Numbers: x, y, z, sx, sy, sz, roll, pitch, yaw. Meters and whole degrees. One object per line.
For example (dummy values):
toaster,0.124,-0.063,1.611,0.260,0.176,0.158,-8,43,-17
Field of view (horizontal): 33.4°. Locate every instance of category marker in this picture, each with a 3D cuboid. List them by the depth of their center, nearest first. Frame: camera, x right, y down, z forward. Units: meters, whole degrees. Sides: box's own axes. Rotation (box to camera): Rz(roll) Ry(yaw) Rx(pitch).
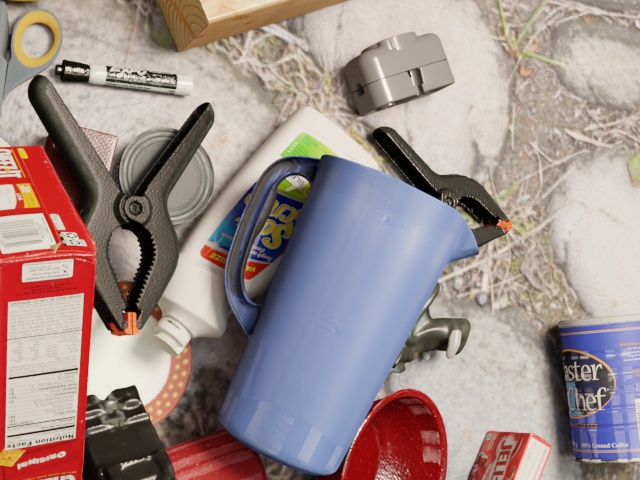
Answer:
marker,-0.172,-0.143,0.940,0.121,0.020,0.020,4,81,-24

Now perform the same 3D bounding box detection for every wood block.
wood block,-0.042,-0.252,0.976,0.205,0.090,0.091,-23,92,-25

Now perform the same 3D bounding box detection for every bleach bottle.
bleach bottle,-0.056,0.001,0.939,0.102,0.068,0.250,40,66,-9

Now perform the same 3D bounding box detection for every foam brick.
foam brick,-0.207,-0.052,0.893,0.053,0.051,0.078,16,76,-21

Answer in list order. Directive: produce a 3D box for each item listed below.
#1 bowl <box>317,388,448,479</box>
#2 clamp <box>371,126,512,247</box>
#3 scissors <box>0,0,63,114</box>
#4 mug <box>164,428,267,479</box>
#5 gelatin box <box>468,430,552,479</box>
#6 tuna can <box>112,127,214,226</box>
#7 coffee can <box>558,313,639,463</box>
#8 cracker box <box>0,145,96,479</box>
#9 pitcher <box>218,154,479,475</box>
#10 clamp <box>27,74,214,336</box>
bowl,0.047,0.207,0.949,0.161,0.055,0.162,-11,104,-49
clamp,0.109,-0.026,1.040,0.171,0.039,0.120,26,74,-19
scissors,-0.259,-0.116,0.898,0.096,0.016,0.202,-5,85,-25
mug,-0.091,0.216,0.884,0.081,0.093,0.117,-15,72,-30
gelatin box,0.174,0.226,1.014,0.030,0.073,0.089,31,71,-18
tuna can,-0.138,-0.054,0.934,0.086,0.034,0.086,4,81,-24
coffee can,0.297,0.145,1.066,0.102,0.103,0.140,-2,84,-25
cracker box,-0.214,0.062,0.762,0.072,0.164,0.214,-5,121,-26
pitcher,0.003,0.056,0.870,0.144,0.149,0.243,27,88,-42
clamp,-0.150,-0.029,0.870,0.164,0.036,0.210,-4,86,-36
